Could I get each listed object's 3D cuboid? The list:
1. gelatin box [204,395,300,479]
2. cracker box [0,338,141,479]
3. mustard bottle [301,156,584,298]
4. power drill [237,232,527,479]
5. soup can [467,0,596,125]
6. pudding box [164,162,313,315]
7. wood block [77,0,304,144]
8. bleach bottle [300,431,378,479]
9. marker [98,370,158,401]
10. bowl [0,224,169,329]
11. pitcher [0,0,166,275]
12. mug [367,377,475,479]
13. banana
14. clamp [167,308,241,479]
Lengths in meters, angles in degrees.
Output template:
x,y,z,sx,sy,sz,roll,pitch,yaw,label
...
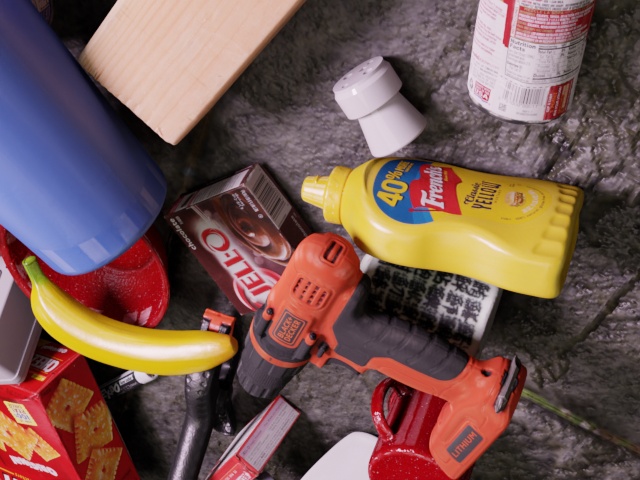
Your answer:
x,y,z,sx,sy,sz,roll,pitch,yaw,label
-0.063,0.192,0.969,0.030,0.089,0.073,41,131,-2,gelatin box
-0.275,0.192,1.059,0.164,0.072,0.213,11,130,35,cracker box
0.079,-0.018,0.737,0.192,0.096,0.058,12,130,16,mustard bottle
0.037,0.094,0.763,0.187,0.057,0.185,29,140,1,power drill
0.129,-0.130,0.646,0.068,0.068,0.102,15,131,14,soup can
-0.055,0.001,0.852,0.090,0.039,0.113,-20,115,35,pudding box
-0.059,-0.167,0.690,0.091,0.090,0.206,42,131,-9,wood block
0.054,0.299,1.006,0.068,0.102,0.251,26,147,44,bleach bottle
-0.201,0.145,1.044,0.121,0.020,0.020,-28,110,38,marker
-0.190,0.007,0.908,0.162,0.055,0.162,13,130,16,bowl
-0.221,-0.093,0.737,0.145,0.149,0.242,-21,127,24,pitcher
0.082,0.166,0.888,0.093,0.081,0.117,-23,114,36,mug
-0.164,0.077,0.888,0.198,0.037,0.070,20,134,9,banana
-0.101,0.143,0.935,0.039,0.120,0.171,10,125,9,clamp
